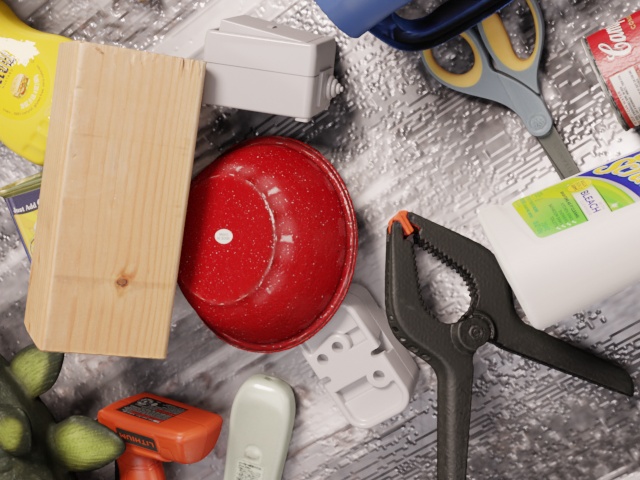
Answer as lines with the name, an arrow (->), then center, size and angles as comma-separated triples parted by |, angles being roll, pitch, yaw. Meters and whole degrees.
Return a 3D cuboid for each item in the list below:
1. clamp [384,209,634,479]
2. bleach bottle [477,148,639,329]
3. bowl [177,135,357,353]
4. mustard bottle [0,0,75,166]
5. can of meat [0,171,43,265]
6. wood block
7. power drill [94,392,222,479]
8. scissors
clamp -> 0.119, 0.066, 0.766 | 0.164, 0.036, 0.210 | -25, 86, -10
bleach bottle -> 0.234, -0.034, 0.692 | 0.251, 0.102, 0.068 | -27, 114, 7
bowl -> -0.055, 0.001, 0.768 | 0.162, 0.055, 0.162 | -3, 85, 32
mustard bottle -> -0.263, -0.141, 0.815 | 0.191, 0.058, 0.096 | 30, 97, 7
can of meat -> -0.188, -0.017, 0.832 | 0.102, 0.057, 0.084 | -15, 103, 18
wood block -> -0.147, -0.030, 0.749 | 0.090, 0.090, 0.206 | 7, 96, -22
power drill -> -0.116, 0.227, 0.858 | 0.185, 0.057, 0.188 | 10, 106, 34
scissors -> 0.131, -0.086, 0.746 | 0.096, 0.016, 0.202 | -12, 102, 20
